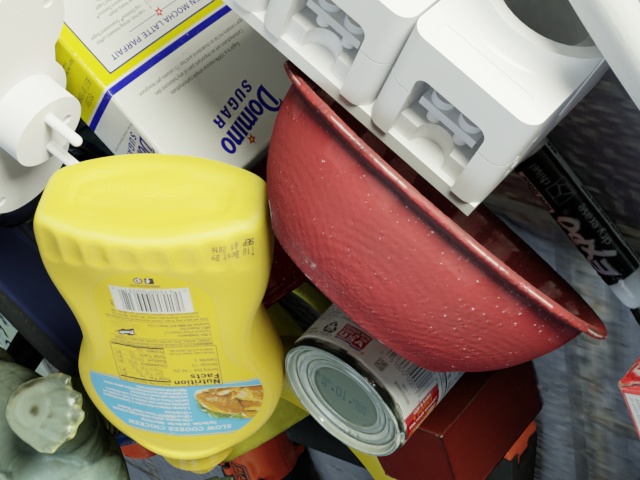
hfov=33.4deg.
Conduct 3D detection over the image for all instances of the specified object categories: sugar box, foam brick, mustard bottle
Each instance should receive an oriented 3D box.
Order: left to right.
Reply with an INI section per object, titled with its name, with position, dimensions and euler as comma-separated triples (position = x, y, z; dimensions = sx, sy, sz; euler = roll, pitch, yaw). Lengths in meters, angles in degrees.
[sugar box]
position = -0.089, -0.102, 0.504
dimensions = 0.176, 0.093, 0.048
euler = 50, 149, -3
[mustard bottle]
position = -0.065, 0.049, 0.494
dimensions = 0.096, 0.058, 0.192
euler = 1, 135, 4
[foam brick]
position = 0.067, 0.084, 0.538
dimensions = 0.053, 0.078, 0.051
euler = 15, 135, 42

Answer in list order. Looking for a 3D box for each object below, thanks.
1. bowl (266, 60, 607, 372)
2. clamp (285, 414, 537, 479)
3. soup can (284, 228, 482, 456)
[bowl]
position = 0.033, 0.001, 0.419
dimensions = 0.162, 0.055, 0.162
euler = 39, -169, -9
[clamp]
position = 0.073, 0.150, 0.643
dimensions = 0.164, 0.036, 0.210
euler = 49, 149, -3
[soup can]
position = 0.040, 0.042, 0.499
dimensions = 0.069, 0.102, 0.068
euler = 31, 145, 24
